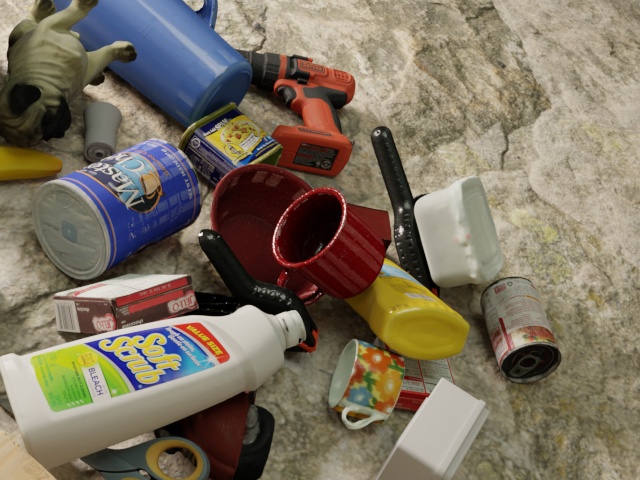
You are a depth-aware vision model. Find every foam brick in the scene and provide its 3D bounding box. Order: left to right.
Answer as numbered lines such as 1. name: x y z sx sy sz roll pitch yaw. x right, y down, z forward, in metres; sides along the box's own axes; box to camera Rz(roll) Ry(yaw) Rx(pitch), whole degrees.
1. foam brick: 0.036 -0.006 1.216 0.078 0.053 0.051 11 42 -17

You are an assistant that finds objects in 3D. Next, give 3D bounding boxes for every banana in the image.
1. banana: -0.352 -0.061 1.080 0.069 0.037 0.197 50 44 3

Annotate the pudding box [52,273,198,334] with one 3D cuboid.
1. pudding box: -0.182 0.058 0.987 0.089 0.039 0.114 -16 11 -40

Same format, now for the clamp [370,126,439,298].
1. clamp: 0.111 -0.011 1.243 0.164 0.036 0.210 41 34 -56

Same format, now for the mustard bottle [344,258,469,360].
1. mustard bottle: 0.073 0.061 1.122 0.096 0.058 0.192 9 16 -24

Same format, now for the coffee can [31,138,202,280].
1. coffee can: -0.203 -0.034 1.076 0.103 0.103 0.140 40 41 16

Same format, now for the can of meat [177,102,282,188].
1. can of meat: -0.104 -0.104 1.243 0.084 0.058 0.101 39 42 11

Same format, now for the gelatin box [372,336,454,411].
1. gelatin box: 0.098 0.137 1.110 0.073 0.030 0.089 11 40 -19

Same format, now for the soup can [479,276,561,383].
1. soup can: 0.221 0.099 1.191 0.068 0.069 0.102 10 41 -19

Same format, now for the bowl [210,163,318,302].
1. bowl: -0.057 0.001 1.133 0.161 0.055 0.162 18 56 -28

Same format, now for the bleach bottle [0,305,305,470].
1. bleach bottle: -0.135 0.106 0.904 0.250 0.068 0.103 -18 47 -18

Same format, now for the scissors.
1. scissors: -0.176 0.170 0.903 0.202 0.016 0.096 42 81 17

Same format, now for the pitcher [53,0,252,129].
1. pitcher: -0.194 -0.250 1.290 0.243 0.149 0.144 41 42 12

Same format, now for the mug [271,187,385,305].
1. mug: 0.005 0.016 1.072 0.081 0.117 0.093 40 -6 -39

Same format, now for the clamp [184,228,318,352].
1. clamp: -0.083 0.066 1.055 0.171 0.120 0.039 39 43 -19

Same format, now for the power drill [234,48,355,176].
1. power drill: -0.036 -0.170 1.351 0.184 0.057 0.187 9 43 -15
